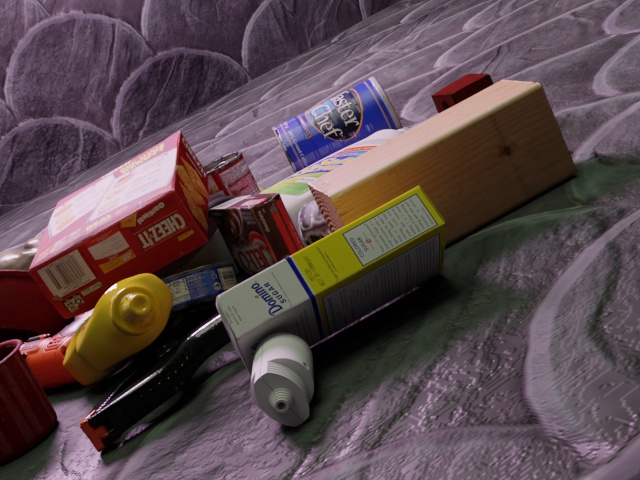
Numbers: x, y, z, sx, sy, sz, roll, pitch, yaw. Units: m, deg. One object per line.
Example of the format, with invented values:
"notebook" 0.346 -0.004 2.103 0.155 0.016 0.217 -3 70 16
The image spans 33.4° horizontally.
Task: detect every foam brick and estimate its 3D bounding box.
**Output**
"foam brick" 0.164 -0.134 1.151 0.051 0.078 0.053 -28 14 -13

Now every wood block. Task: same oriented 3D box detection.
"wood block" 0.105 -0.054 0.941 0.206 0.091 0.090 -28 15 -7

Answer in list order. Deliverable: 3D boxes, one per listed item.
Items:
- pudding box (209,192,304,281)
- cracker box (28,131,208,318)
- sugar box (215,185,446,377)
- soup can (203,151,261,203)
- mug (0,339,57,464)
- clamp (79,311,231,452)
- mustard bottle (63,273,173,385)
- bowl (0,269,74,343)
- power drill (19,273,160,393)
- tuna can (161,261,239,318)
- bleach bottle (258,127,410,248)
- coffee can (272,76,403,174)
"pudding box" -0.057 0.001 1.038 0.039 0.090 0.114 -29 13 -21
"cracker box" -0.199 -0.020 1.102 0.164 0.072 0.214 -29 20 5
"sugar box" 0.010 0.033 0.811 0.176 0.048 0.093 -26 -25 -8
"soup can" -0.100 -0.045 1.253 0.068 0.102 0.068 -25 14 6
"mug" -0.298 0.150 0.954 0.117 0.081 0.093 -20 16 25
"clamp" -0.117 0.098 0.895 0.165 0.036 0.209 -27 11 39
"mustard bottle" -0.175 0.075 0.943 0.096 0.058 0.192 -46 4 -24
"bowl" -0.352 0.091 1.220 0.162 0.055 0.162 -4 -26 -2
"power drill" -0.263 0.098 1.135 0.185 0.057 0.187 -12 22 39
"tuna can" -0.121 0.049 1.039 0.086 0.034 0.086 -17 -6 -2
"bleach bottle" 0.021 -0.064 1.181 0.103 0.068 0.250 3 29 42
"coffee can" 0.025 -0.125 1.314 0.140 0.103 0.103 -27 14 0
